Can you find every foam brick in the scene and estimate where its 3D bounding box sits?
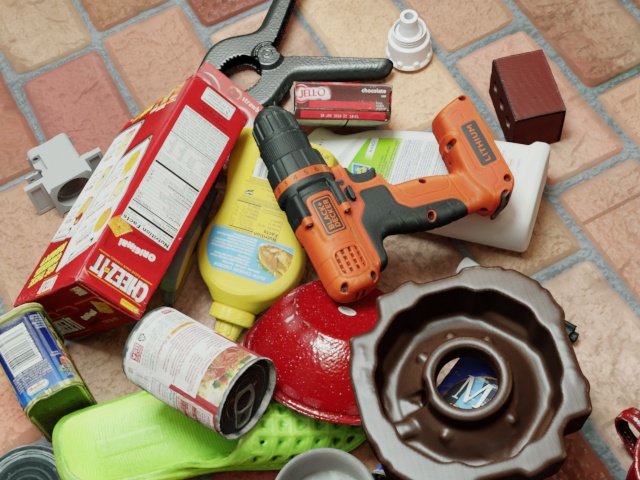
[{"bbox_3d":[0.198,-0.135,1.027,0.051,0.053,0.078,-12,60,-2],"label":"foam brick"}]

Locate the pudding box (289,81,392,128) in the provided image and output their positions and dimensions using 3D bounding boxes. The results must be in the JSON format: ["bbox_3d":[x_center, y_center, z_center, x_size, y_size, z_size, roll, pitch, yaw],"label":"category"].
[{"bbox_3d":[0.017,-0.127,1.001,0.090,0.113,0.039,2,92,-4],"label":"pudding box"}]

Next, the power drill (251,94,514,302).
[{"bbox_3d":[0.053,-0.057,0.899,0.187,0.057,0.184,-22,72,-13],"label":"power drill"}]

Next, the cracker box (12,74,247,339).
[{"bbox_3d":[-0.165,-0.024,0.936,0.072,0.164,0.213,36,63,-22],"label":"cracker box"}]

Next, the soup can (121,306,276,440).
[{"bbox_3d":[-0.094,0.101,0.823,0.102,0.068,0.068,24,65,28],"label":"soup can"}]

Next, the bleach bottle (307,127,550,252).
[{"bbox_3d":[0.079,-0.064,0.993,0.251,0.068,0.102,13,62,15],"label":"bleach bottle"}]

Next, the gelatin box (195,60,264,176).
[{"bbox_3d":[-0.100,-0.118,1.034,0.089,0.030,0.073,41,86,4],"label":"gelatin box"}]

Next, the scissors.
[{"bbox_3d":[-0.110,-0.023,0.984,0.016,0.096,0.201,20,49,-2],"label":"scissors"}]

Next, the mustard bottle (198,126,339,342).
[{"bbox_3d":[-0.056,0.001,0.950,0.096,0.058,0.191,17,84,13],"label":"mustard bottle"}]

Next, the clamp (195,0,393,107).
[{"bbox_3d":[-0.054,-0.192,1.087,0.210,0.036,0.164,-27,70,-7],"label":"clamp"}]

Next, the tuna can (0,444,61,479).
[{"bbox_3d":[-0.238,0.213,0.881,0.086,0.034,0.086,-2,60,4],"label":"tuna can"}]

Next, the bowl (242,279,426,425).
[{"bbox_3d":[0.019,0.079,0.878,0.162,0.055,0.162,8,31,-5],"label":"bowl"}]

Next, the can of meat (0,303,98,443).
[{"bbox_3d":[-0.233,0.114,0.898,0.057,0.102,0.084,-31,65,-12],"label":"can of meat"}]

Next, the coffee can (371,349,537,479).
[{"bbox_3d":[0.121,0.161,0.838,0.103,0.103,0.140,33,68,21],"label":"coffee can"}]
